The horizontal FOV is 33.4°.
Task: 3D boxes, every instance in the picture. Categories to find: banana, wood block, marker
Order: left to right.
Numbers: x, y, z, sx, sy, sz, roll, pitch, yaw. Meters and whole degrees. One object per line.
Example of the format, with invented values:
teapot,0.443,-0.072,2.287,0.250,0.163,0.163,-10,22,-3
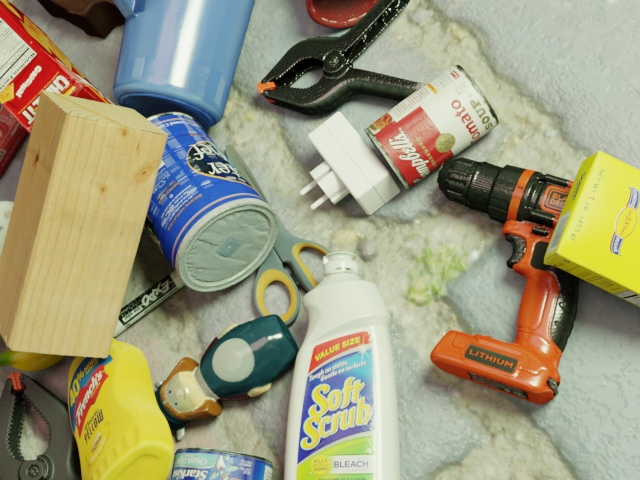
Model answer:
wood block,-0.213,-0.013,0.921,0.091,0.090,0.206,36,113,55
banana,-0.233,0.052,1.012,0.037,0.069,0.198,30,82,34
marker,-0.153,0.049,1.014,0.121,0.020,0.020,-36,64,4

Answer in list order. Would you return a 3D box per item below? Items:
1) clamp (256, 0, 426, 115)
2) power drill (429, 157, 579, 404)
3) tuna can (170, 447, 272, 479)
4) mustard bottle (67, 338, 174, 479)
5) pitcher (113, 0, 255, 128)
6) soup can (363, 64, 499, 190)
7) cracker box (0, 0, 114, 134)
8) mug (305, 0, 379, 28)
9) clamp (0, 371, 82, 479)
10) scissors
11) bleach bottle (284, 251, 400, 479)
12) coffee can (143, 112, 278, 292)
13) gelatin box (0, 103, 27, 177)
clamp,0.025,-0.158,1.017,0.172,0.039,0.120,-26,61,15
power drill,0.159,0.029,0.894,0.185,0.057,0.187,18,78,23
tuna can,-0.083,0.199,0.901,0.086,0.086,0.033,0,70,19
mustard bottle,-0.185,0.146,0.948,0.096,0.058,0.192,-56,36,21
pitcher,-0.133,-0.241,1.037,0.149,0.145,0.243,9,78,7
soup can,0.099,-0.101,0.955,0.102,0.068,0.068,-35,64,4
cracker box,-0.271,-0.154,1.046,0.072,0.164,0.214,-48,64,0
mug,0.029,-0.269,1.035,0.117,0.093,0.081,-11,59,-18
clamp,-0.263,0.223,0.977,0.164,0.036,0.210,-28,65,-1
scissors,-0.057,0.001,1.000,0.096,0.016,0.202,-46,64,-1
bleach bottle,0.013,0.134,0.897,0.103,0.068,0.251,-6,71,11
coffee can,-0.117,-0.036,0.976,0.103,0.102,0.140,-42,56,1
gelatin box,-0.360,-0.116,1.137,0.089,0.030,0.073,27,82,25
